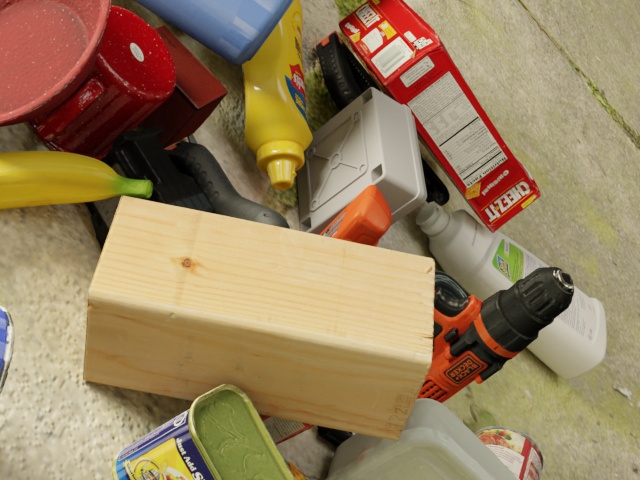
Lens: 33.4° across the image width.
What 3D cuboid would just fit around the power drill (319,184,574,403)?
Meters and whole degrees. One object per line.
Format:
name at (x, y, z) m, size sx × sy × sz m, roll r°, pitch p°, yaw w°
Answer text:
power drill at (0.088, 0.040, 0.881) m, size 0.187 × 0.185 × 0.057 m, roll 39°, pitch 35°, yaw -9°

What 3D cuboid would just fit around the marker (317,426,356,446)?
marker at (0.042, 0.172, 0.841) m, size 0.121 × 0.020 × 0.020 m, roll 38°, pitch 37°, yaw -26°

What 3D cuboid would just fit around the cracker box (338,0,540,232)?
cracker box at (0.119, -0.132, 1.069) m, size 0.213 × 0.072 × 0.164 m, roll 49°, pitch 8°, yaw -33°

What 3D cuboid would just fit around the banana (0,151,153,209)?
banana at (-0.203, -0.035, 0.659) m, size 0.197 × 0.070 × 0.037 m, roll -10°, pitch 99°, yaw -42°

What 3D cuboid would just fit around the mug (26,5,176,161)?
mug at (-0.162, -0.109, 0.759) m, size 0.093 × 0.082 × 0.117 m, roll 49°, pitch 33°, yaw -12°

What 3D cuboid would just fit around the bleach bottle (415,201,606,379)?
bleach bottle at (0.197, 0.040, 1.119) m, size 0.250 × 0.068 × 0.102 m, roll 39°, pitch 36°, yaw -22°

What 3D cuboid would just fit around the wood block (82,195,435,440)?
wood block at (-0.038, 0.050, 0.684) m, size 0.206 × 0.090 × 0.090 m, roll 12°, pitch 45°, yaw -3°

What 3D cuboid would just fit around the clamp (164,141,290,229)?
clamp at (-0.070, -0.021, 0.775) m, size 0.039 × 0.120 × 0.171 m, roll -25°, pitch 62°, yaw -29°

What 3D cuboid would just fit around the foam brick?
foam brick at (-0.123, -0.120, 0.837) m, size 0.078 × 0.051 × 0.052 m, roll 46°, pitch 33°, yaw 2°

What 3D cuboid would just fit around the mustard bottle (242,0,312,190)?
mustard bottle at (-0.040, -0.133, 0.941) m, size 0.096 × 0.058 × 0.191 m, roll 66°, pitch 18°, yaw -65°

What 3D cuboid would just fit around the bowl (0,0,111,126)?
bowl at (-0.203, -0.134, 0.695) m, size 0.055 × 0.162 × 0.162 m, roll 62°, pitch 10°, yaw -66°

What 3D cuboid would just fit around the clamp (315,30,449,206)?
clamp at (0.058, -0.119, 1.096) m, size 0.164 × 0.036 × 0.210 m, roll 12°, pitch 49°, yaw -60°

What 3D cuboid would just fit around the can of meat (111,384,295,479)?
can of meat at (-0.069, 0.152, 0.652) m, size 0.057 × 0.084 × 0.102 m, roll -22°, pitch 80°, yaw -57°

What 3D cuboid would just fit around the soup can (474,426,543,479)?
soup can at (0.145, 0.214, 0.894) m, size 0.068 × 0.069 × 0.102 m, roll 49°, pitch 34°, yaw -11°
